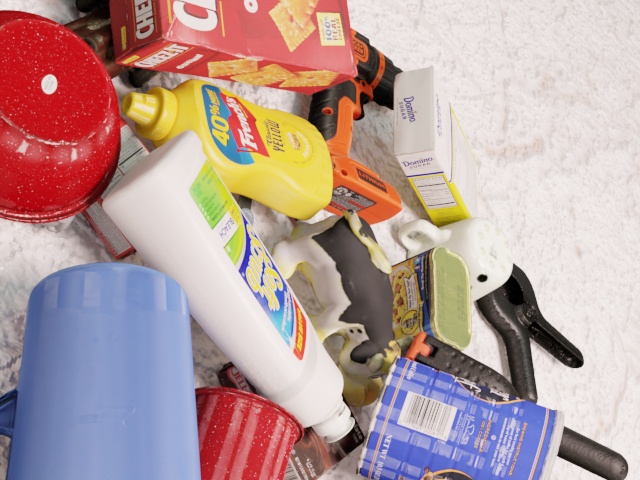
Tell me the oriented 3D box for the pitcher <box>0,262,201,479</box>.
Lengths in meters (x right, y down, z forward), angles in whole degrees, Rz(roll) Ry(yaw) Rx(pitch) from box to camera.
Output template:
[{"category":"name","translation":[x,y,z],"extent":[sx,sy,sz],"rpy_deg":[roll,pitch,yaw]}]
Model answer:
[{"category":"pitcher","translation":[-0.147,0.141,0.673],"extent":[0.149,0.145,0.243],"rpy_deg":[33,44,-49]}]

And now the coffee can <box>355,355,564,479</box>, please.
[{"category":"coffee can","translation":[0.111,0.162,0.851],"extent":[0.140,0.103,0.102],"rpy_deg":[18,47,9]}]

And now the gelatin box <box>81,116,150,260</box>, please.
[{"category":"gelatin box","translation":[-0.154,-0.040,0.818],"extent":[0.089,0.030,0.073],"rpy_deg":[54,41,-11]}]

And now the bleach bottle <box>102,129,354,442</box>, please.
[{"category":"bleach bottle","translation":[-0.055,0.044,0.794],"extent":[0.250,0.068,0.102],"rpy_deg":[54,20,-15]}]

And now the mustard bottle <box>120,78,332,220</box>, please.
[{"category":"mustard bottle","translation":[-0.078,-0.082,0.871],"extent":[0.191,0.058,0.096],"rpy_deg":[17,48,-40]}]

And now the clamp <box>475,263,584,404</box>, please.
[{"category":"clamp","translation":[0.216,0.084,1.127],"extent":[0.120,0.039,0.171],"rpy_deg":[-13,80,-49]}]

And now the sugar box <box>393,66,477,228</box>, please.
[{"category":"sugar box","translation":[0.114,-0.083,1.046],"extent":[0.176,0.048,0.093],"rpy_deg":[48,39,-56]}]

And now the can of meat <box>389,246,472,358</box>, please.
[{"category":"can of meat","translation":[0.090,0.063,0.974],"extent":[0.057,0.084,0.102],"rpy_deg":[24,54,-36]}]

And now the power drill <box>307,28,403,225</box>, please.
[{"category":"power drill","translation":[0.034,-0.112,1.029],"extent":[0.184,0.057,0.187],"rpy_deg":[21,55,-41]}]

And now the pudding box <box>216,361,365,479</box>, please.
[{"category":"pudding box","translation":[-0.022,0.134,0.857],"extent":[0.089,0.039,0.113],"rpy_deg":[-26,91,-51]}]

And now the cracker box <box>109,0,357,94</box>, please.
[{"category":"cracker box","translation":[-0.070,-0.217,0.877],"extent":[0.213,0.072,0.164],"rpy_deg":[2,78,-47]}]

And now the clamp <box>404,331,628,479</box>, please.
[{"category":"clamp","translation":[0.158,0.151,0.930],"extent":[0.209,0.165,0.036],"rpy_deg":[45,59,-27]}]

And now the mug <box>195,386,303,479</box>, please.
[{"category":"mug","translation":[-0.064,0.169,0.772],"extent":[0.117,0.093,0.081],"rpy_deg":[72,29,-53]}]

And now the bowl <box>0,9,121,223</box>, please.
[{"category":"bowl","translation":[-0.195,-0.095,0.717],"extent":[0.161,0.055,0.162],"rpy_deg":[18,60,-33]}]
